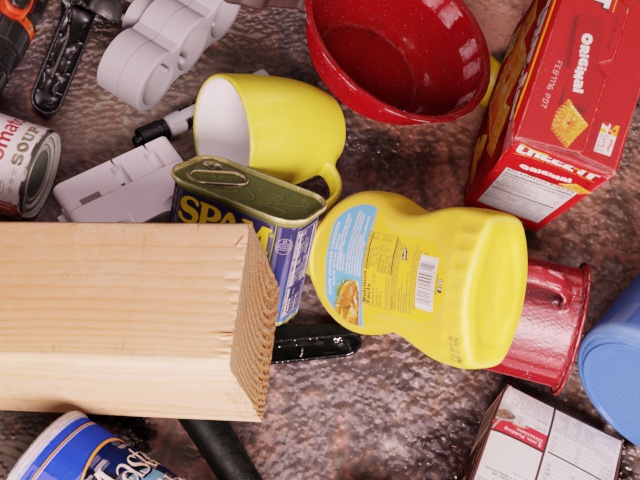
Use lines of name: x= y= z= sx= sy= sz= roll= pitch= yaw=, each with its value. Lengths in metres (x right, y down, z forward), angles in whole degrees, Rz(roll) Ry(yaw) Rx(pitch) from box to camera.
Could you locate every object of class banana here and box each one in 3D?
banana: x=0.144 y=-0.136 z=0.868 sx=0.069 sy=0.037 sz=0.198 roll=-32 pitch=69 yaw=-22

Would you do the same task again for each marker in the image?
marker: x=-0.091 y=-0.100 z=0.822 sx=0.121 sy=0.020 sz=0.020 roll=-29 pitch=68 yaw=-23

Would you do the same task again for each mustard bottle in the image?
mustard bottle: x=0.045 y=0.017 z=0.704 sx=0.058 sy=0.192 sz=0.096 roll=0 pitch=98 yaw=-40

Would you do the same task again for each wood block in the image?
wood block: x=-0.136 y=0.047 z=0.630 sx=0.206 sy=0.090 sz=0.091 roll=1 pitch=61 yaw=11

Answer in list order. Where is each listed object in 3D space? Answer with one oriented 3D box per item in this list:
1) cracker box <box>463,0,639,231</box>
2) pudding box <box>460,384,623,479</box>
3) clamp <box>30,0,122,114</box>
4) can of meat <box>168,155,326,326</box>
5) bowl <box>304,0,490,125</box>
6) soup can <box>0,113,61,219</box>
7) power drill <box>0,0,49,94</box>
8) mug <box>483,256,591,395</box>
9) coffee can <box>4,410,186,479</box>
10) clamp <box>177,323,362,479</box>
cracker box: x=0.163 y=-0.108 z=0.727 sx=0.072 sy=0.214 sz=0.164 roll=19 pitch=82 yaw=2
pudding box: x=0.139 y=0.155 z=0.680 sx=0.090 sy=0.039 sz=0.113 roll=26 pitch=43 yaw=6
clamp: x=-0.184 y=-0.177 z=0.823 sx=0.039 sy=0.120 sz=0.171 roll=32 pitch=31 yaw=-27
can of meat: x=-0.055 y=0.001 z=0.714 sx=0.102 sy=0.084 sz=0.057 roll=22 pitch=27 yaw=18
bowl: x=0.049 y=-0.145 z=0.817 sx=0.161 sy=0.055 sz=0.162 roll=14 pitch=57 yaw=-23
soup can: x=-0.242 y=-0.060 z=0.748 sx=0.102 sy=0.068 sz=0.068 roll=18 pitch=59 yaw=1
power drill: x=-0.204 y=-0.197 z=0.770 sx=0.057 sy=0.188 sz=0.184 roll=27 pitch=55 yaw=-28
mug: x=0.132 y=0.046 z=0.717 sx=0.081 sy=0.117 sz=0.093 roll=14 pitch=68 yaw=5
coffee can: x=-0.110 y=0.177 z=0.609 sx=0.140 sy=0.103 sz=0.102 roll=30 pitch=60 yaw=9
clamp: x=-0.090 y=0.087 z=0.690 sx=0.210 sy=0.036 sz=0.164 roll=18 pitch=42 yaw=4
